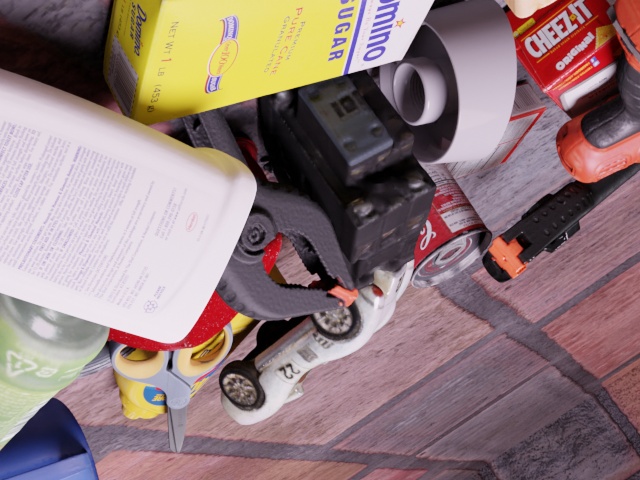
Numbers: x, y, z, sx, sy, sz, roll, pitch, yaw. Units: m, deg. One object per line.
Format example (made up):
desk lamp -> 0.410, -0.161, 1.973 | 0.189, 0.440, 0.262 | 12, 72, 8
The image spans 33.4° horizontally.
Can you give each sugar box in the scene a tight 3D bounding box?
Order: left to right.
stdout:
sugar box -> -0.019, -0.118, 0.543 | 0.175, 0.048, 0.093 | -17, 155, -29

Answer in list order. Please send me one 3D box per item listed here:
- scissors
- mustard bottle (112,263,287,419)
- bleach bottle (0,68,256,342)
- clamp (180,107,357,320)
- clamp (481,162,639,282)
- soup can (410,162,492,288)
scissors -> -0.124, 0.112, 0.800 | 0.096, 0.016, 0.202 | 3, 140, -26
mustard bottle -> -0.110, 0.085, 0.840 | 0.096, 0.058, 0.192 | -14, 153, -47
bleach bottle -> -0.149, -0.037, 0.455 | 0.250, 0.068, 0.102 | 27, 87, -40
clamp -> -0.054, 0.001, 0.596 | 0.171, 0.039, 0.120 | 43, 80, -25
clamp -> 0.168, -0.009, 0.803 | 0.209, 0.036, 0.165 | -30, 167, -50
soup can -> 0.070, -0.026, 0.779 | 0.068, 0.102, 0.068 | -27, 158, -12
